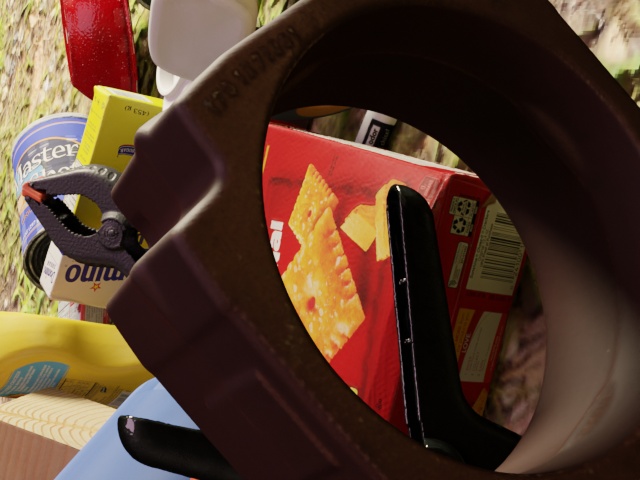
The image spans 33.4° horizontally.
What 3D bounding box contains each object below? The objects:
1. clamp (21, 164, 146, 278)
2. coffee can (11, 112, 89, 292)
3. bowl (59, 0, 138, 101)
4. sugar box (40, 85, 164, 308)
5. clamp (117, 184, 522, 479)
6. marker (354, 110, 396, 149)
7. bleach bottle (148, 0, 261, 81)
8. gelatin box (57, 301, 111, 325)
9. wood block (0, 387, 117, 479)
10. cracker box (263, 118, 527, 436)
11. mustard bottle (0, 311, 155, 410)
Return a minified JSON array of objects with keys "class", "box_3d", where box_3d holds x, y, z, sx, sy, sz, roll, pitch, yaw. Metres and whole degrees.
[{"class":"clamp","box_3d":[-0.149,0.002,0.812,0.039,0.171,0.120,-20,-54,-73]},{"class":"coffee can","box_3d":[-0.223,-0.033,0.968,0.103,0.102,0.140,-56,38,34]},{"class":"bowl","box_3d":[-0.207,-0.190,0.982,0.162,0.055,0.162,172,90,-76]},{"class":"sugar box","box_3d":[-0.159,-0.031,0.872,0.048,0.093,0.176,37,113,57]},{"class":"clamp","box_3d":[0.045,0.089,0.445,0.164,0.210,0.036,-47,-3,-13]},{"class":"marker","box_3d":[0.019,-0.033,0.647,0.020,0.020,0.121,50,123,53]},{"class":"bleach bottle","box_3d":[-0.053,-0.234,0.747,0.103,0.068,0.250,118,168,-61]},{"class":"gelatin box","box_3d":[-0.222,0.085,0.999,0.073,0.030,0.089,-34,52,52]},{"class":"wood block","box_3d":[-0.193,0.220,0.743,0.091,0.090,0.206,16,99,16]},{"class":"cracker box","box_3d":[0.003,0.027,0.581,0.214,0.071,0.164,22,100,51]},{"class":"mustard bottle","box_3d":[-0.205,0.091,0.809,0.096,0.191,0.058,-39,49,48]}]
